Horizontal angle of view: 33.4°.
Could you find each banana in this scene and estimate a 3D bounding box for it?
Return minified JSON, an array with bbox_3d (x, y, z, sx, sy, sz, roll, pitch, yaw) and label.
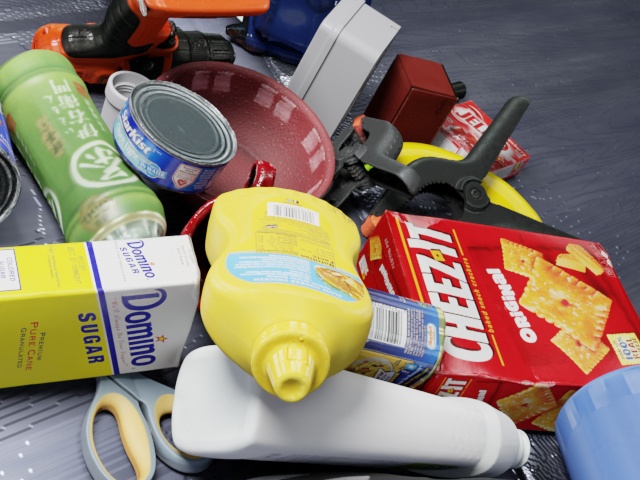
[{"bbox_3d":[0.125,-0.046,0.977,0.197,0.037,0.069,20,67,-7],"label":"banana"}]

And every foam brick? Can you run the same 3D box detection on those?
[{"bbox_3d":[0.084,-0.125,1.000,0.052,0.078,0.051,8,43,-27],"label":"foam brick"}]

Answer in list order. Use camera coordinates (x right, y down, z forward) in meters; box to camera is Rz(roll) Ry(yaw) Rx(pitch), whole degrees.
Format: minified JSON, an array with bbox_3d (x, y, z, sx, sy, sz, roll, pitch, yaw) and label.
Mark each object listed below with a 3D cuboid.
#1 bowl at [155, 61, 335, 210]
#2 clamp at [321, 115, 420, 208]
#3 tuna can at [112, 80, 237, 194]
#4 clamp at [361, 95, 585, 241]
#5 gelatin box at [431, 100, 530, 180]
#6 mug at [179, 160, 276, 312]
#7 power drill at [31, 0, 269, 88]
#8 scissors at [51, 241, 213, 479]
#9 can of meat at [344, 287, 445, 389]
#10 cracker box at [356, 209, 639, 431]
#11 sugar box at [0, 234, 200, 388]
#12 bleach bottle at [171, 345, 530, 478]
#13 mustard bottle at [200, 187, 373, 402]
[{"bbox_3d":[-0.072,-0.068,0.857,0.162,0.055,0.162,15,48,-17],"label":"bowl"},{"bbox_3d":[0.022,-0.054,0.897,0.171,0.120,0.039,-89,156,-66],"label":"clamp"},{"bbox_3d":[-0.105,-0.074,0.767,0.086,0.034,0.086,26,34,-20],"label":"tuna can"},{"bbox_3d":[0.137,-0.028,0.932,0.209,0.036,0.164,-22,78,-24],"label":"clamp"},{"bbox_3d":[0.149,-0.095,1.043,0.073,0.030,0.089,-20,60,-43],"label":"gelatin box"},{"bbox_3d":[-0.055,0.001,0.746,0.093,0.117,0.082,12,-3,-13],"label":"mug"},{"bbox_3d":[-0.118,-0.172,0.855,0.184,0.188,0.057,-8,81,-35],"label":"power drill"},{"bbox_3d":[-0.124,0.081,0.707,0.096,0.016,0.202,8,45,-26],"label":"scissors"},{"bbox_3d":[0.027,0.073,0.737,0.083,0.102,0.057,16,57,-19],"label":"can of meat"},{"bbox_3d":[0.150,0.065,0.842,0.213,0.072,0.164,8,43,-23],"label":"cracker box"},{"bbox_3d":[-0.165,0.046,0.641,0.176,0.093,0.048,-3,50,-21],"label":"sugar box"},{"bbox_3d":[0.035,0.122,0.702,0.250,0.103,0.068,16,73,-34],"label":"bleach bottle"},{"bbox_3d":[-0.019,0.032,0.612,0.096,0.058,0.191,13,24,-10],"label":"mustard bottle"}]
